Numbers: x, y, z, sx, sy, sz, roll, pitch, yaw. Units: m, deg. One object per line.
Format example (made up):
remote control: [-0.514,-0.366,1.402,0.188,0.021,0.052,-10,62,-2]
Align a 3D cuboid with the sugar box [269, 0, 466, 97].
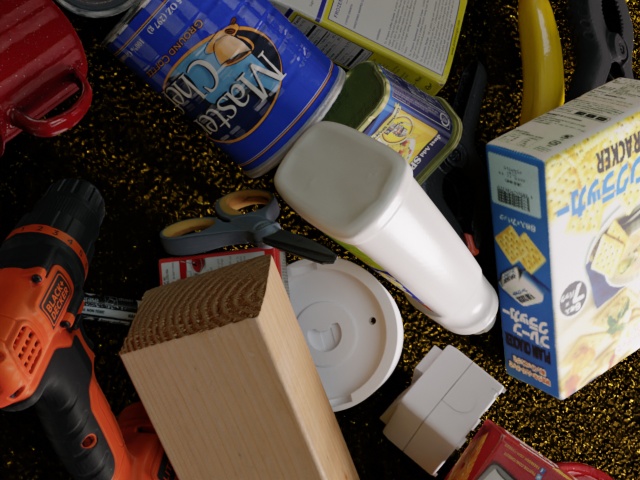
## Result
sugar box: [0.022,-0.183,0.821,0.176,0.048,0.093,23,62,-13]

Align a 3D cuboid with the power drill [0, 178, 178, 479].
power drill: [-0.144,0.075,0.657,0.184,0.057,0.187,-76,147,-52]

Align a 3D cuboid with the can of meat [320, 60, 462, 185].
can of meat: [0.039,-0.074,0.790,0.083,0.102,0.057,22,28,-41]

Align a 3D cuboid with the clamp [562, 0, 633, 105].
clamp: [0.245,-0.162,0.941,0.164,0.036,0.210,3,78,-50]

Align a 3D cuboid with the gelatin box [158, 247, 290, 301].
gelatin box: [-0.066,0.045,0.740,0.089,0.030,0.073,-7,84,14]

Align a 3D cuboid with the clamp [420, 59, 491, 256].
clamp: [0.089,-0.070,0.862,0.120,0.039,0.171,1,76,-22]

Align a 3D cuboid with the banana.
banana: [0.184,-0.127,0.910,0.069,0.037,0.197,37,56,-49]

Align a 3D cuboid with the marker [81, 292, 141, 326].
marker: [-0.169,0.042,0.717,0.121,0.020,0.020,11,78,-26]

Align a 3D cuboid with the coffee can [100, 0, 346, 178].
coffee can: [-0.067,-0.127,0.748,0.140,0.103,0.102,42,66,-17]

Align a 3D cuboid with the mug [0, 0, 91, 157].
mug: [-0.195,-0.106,0.677,0.117,0.093,0.081,31,56,23]

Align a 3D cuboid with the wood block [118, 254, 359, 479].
wood block: [-0.041,0.126,0.687,0.091,0.090,0.206,-17,112,10]

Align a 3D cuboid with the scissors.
scissors: [-0.055,0.001,0.697,0.096,0.202,0.016,-21,108,-6]

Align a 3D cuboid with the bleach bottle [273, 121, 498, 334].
bleach bottle: [0.071,0.012,0.771,0.068,0.103,0.250,-53,137,-3]
